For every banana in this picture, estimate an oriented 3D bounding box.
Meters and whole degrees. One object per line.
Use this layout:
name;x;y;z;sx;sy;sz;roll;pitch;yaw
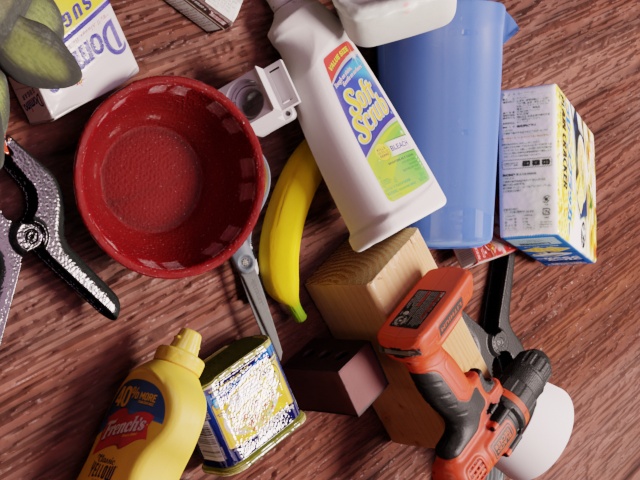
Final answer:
banana;-0.022;-0.027;0.994;0.069;0.037;0.198;32;68;-58

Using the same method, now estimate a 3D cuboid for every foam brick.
foam brick;0.014;0.126;0.993;0.052;0.078;0.051;-41;115;-38

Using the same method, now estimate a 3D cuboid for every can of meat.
can of meat;-0.072;0.141;0.927;0.101;0.058;0.084;-33;109;-38

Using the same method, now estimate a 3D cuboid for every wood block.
wood block;0.083;0.098;1.049;0.090;0.090;0.206;-45;118;-35

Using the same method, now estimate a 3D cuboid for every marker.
marker;-0.070;0.000;0.957;0.020;0.020;0.121;-21;103;-41

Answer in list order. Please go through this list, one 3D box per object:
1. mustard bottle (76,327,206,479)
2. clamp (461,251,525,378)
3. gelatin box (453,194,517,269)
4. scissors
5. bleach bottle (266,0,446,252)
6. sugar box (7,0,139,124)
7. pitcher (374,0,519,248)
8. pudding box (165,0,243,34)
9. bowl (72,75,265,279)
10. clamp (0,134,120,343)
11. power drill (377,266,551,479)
mustard bottle;-0.138;0.158;0.838;0.058;0.096;0.191;37;65;-34
clamp;0.176;0.110;1.170;0.164;0.036;0.210;-15;95;-40
gelatin box;0.168;-0.020;1.153;0.073;0.030;0.089;-16;80;-41
scissors;-0.056;0.001;0.942;0.096;0.016;0.201;-37;106;-12
bleach bottle;0.016;-0.121;0.977;0.102;0.068;0.251;-28;88;-43
sugar box;-0.214;-0.187;0.810;0.093;0.048;0.176;-38;113;-36
pitcher;0.107;-0.115;1.062;0.144;0.149;0.243;-6;96;-58
pudding box;-0.100;-0.251;0.924;0.089;0.039;0.113;32;66;-37
bowl;-0.128;-0.050;0.866;0.161;0.055;0.162;-1;92;-27
clamp;-0.215;0.001;0.810;0.120;0.039;0.171;-10;96;-44
power drill;0.141;0.119;1.000;0.184;0.057;0.187;-47;120;-34
